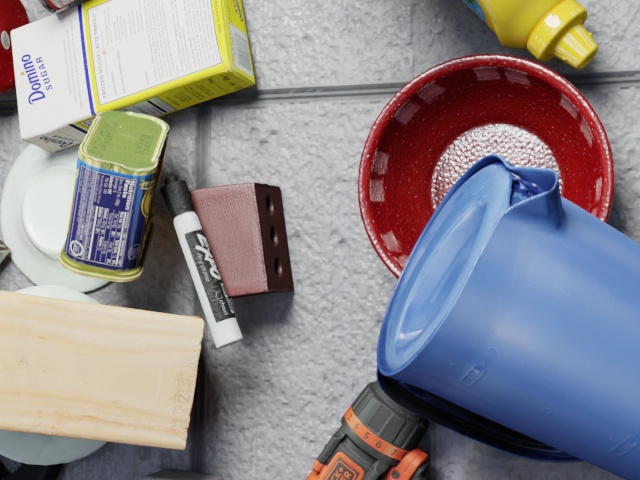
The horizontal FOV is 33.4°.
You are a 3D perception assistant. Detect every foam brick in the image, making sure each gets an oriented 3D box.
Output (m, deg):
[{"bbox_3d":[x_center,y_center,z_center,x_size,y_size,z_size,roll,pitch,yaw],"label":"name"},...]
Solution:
[{"bbox_3d":[-0.055,0.001,0.747,0.051,0.053,0.078,-9,86,19],"label":"foam brick"}]

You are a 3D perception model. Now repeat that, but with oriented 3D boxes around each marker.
[{"bbox_3d":[-0.081,0.013,0.716,0.020,0.020,0.121,-24,81,18],"label":"marker"}]

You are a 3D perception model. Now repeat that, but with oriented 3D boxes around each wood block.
[{"bbox_3d":[-0.192,0.081,0.718,0.206,0.091,0.090,9,84,-14],"label":"wood block"}]

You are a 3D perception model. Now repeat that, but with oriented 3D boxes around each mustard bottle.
[{"bbox_3d":[0.100,-0.177,0.673,0.058,0.096,0.192,-46,74,12],"label":"mustard bottle"}]

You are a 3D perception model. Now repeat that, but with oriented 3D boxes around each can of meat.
[{"bbox_3d":[-0.140,-0.034,0.732,0.057,0.102,0.084,11,116,-7],"label":"can of meat"}]

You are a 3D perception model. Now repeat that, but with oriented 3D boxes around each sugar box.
[{"bbox_3d":[-0.140,-0.134,0.783,0.176,0.048,0.093,-15,73,21],"label":"sugar box"}]

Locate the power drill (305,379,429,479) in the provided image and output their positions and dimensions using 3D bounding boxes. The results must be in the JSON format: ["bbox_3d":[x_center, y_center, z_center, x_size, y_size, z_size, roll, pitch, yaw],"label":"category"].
[{"bbox_3d":[0.083,0.176,0.689,0.188,0.057,0.184,38,104,20],"label":"power drill"}]

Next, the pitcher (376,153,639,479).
[{"bbox_3d":[0.157,0.070,0.596,0.242,0.149,0.145,28,86,-8],"label":"pitcher"}]

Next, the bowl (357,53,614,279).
[{"bbox_3d":[0.108,-0.035,0.686,0.162,0.055,0.162,-1,88,20],"label":"bowl"}]
